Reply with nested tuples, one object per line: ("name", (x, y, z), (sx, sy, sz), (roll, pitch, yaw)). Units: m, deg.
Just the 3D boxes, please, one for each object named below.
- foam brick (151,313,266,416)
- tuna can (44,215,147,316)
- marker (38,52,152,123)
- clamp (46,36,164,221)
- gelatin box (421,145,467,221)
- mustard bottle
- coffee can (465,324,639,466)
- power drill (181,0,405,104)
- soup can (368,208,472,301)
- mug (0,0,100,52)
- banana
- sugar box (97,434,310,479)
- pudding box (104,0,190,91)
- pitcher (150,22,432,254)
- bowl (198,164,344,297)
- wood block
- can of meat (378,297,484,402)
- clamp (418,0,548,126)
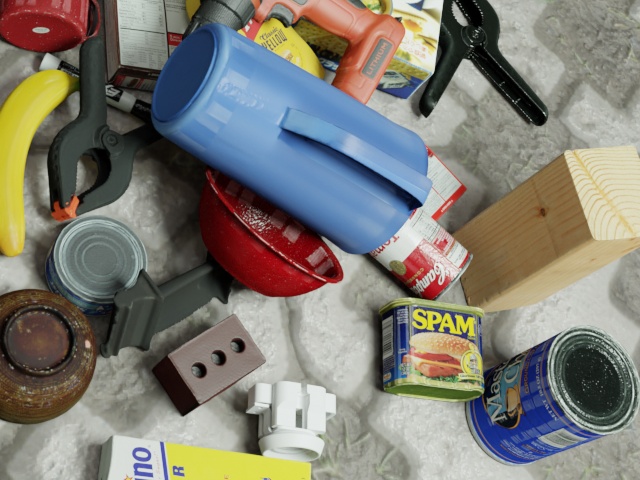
("foam brick", (-0.097, 0.109, 0.935), (0.078, 0.051, 0.053), (-32, 84, -33))
("tuna can", (-0.196, 0.022, 0.937), (0.086, 0.034, 0.086), (10, 64, -22))
("marker", (-0.208, -0.142, 1.014), (0.121, 0.020, 0.020), (26, 59, -14))
("clamp", (-0.200, -0.098, 0.958), (0.120, 0.039, 0.171), (43, 55, -19))
("gelatin box", (0.098, -0.060, 1.119), (0.089, 0.030, 0.073), (46, 58, 0))
("mustard bottle", (-0.079, -0.218, 1.058), (0.096, 0.058, 0.191), (-44, 107, -36))
("coffee can", (0.218, 0.150, 1.016), (0.102, 0.141, 0.103), (10, 64, -22))
("power drill", (-0.022, -0.204, 1.019), (0.187, 0.057, 0.184), (36, 76, -23))
("soup can", (0.091, 0.006, 1.063), (0.102, 0.069, 0.068), (41, 57, -4))
("mug", (-0.250, -0.224, 0.998), (0.117, 0.093, 0.081), (29, 55, -56))
("banana", (-0.262, -0.082, 0.944), (0.069, 0.037, 0.197), (19, 65, -2))
("sugar box", (-0.097, 0.221, 0.888), (0.176, 0.048, 0.093), (13, 63, -22))
("pudding box", (-0.164, -0.203, 1.051), (0.089, 0.039, 0.113), (4, 64, -26))
("pitcher", (-0.022, -0.091, 0.956), (0.242, 0.149, 0.145), (28, 39, -34))
("bowl", (-0.056, 0.001, 0.973), (0.162, 0.055, 0.162), (39, 14, -11))
("wood block", (0.224, -0.006, 1.049), (0.090, 0.206, 0.091), (-6, 71, -28))
("can of meat", (0.109, 0.107, 1.033), (0.102, 0.058, 0.084), (10, 67, -21))
("clamp", (0.162, -0.221, 1.216), (0.164, 0.036, 0.210), (-6, 69, -28))
